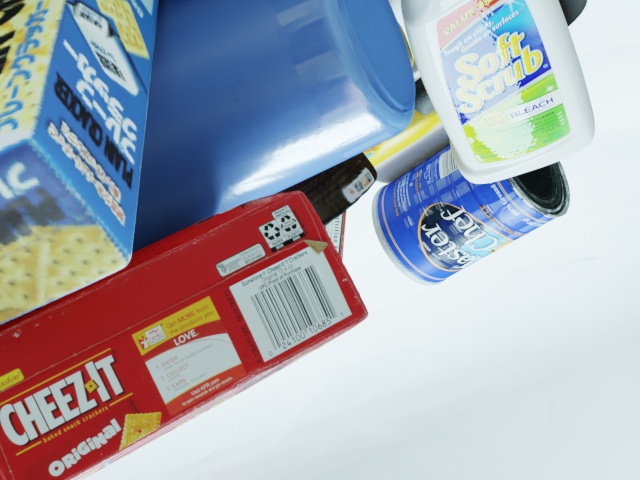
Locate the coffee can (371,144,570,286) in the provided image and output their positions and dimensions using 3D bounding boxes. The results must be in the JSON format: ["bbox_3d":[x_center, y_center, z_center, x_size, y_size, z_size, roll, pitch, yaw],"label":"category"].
[{"bbox_3d":[0.129,-0.035,0.928,0.141,0.103,0.102,-33,157,36],"label":"coffee can"}]

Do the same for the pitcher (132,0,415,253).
[{"bbox_3d":[-0.076,-0.070,0.572,0.243,0.149,0.144,-21,152,21],"label":"pitcher"}]

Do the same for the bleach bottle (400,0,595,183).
[{"bbox_3d":[0.090,-0.128,0.635,0.103,0.068,0.250,-17,148,18],"label":"bleach bottle"}]

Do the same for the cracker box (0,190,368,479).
[{"bbox_3d":[-0.098,0.053,0.511,0.164,0.072,0.214,-27,-178,-24],"label":"cracker box"}]
